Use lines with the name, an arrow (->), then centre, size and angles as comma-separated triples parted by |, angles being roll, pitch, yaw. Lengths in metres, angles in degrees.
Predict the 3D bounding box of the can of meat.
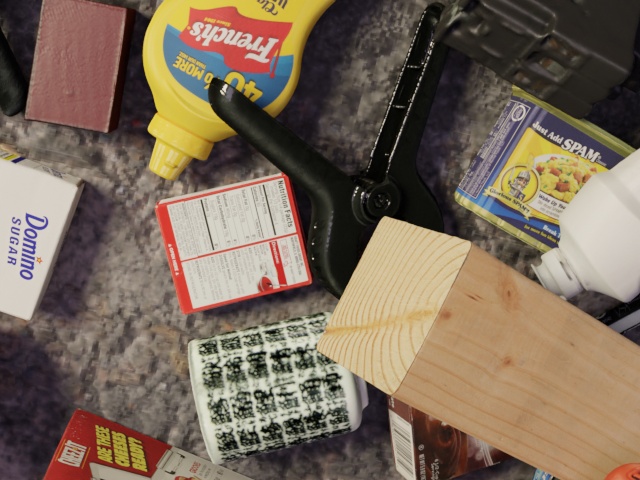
can of meat -> 0.148, -0.038, 0.680 | 0.102, 0.057, 0.084 | 29, 98, -9

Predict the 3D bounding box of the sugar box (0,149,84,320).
sugar box -> -0.245, -0.024, 0.660 | 0.176, 0.048, 0.093 | 21, 97, -11

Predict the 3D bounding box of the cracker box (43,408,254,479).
cracker box -> -0.072, 0.193, 0.648 | 0.213, 0.164, 0.072 | 23, 95, -8

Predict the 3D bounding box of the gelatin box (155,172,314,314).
gelatin box -> -0.054, 0.001, 0.685 | 0.089, 0.030, 0.073 | -14, 99, -2

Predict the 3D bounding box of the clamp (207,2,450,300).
clamp -> 0.036, -0.037, 0.669 | 0.164, 0.036, 0.210 | -28, 115, -16

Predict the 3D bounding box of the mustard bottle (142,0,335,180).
mustard bottle -> -0.053, -0.124, 0.650 | 0.096, 0.058, 0.192 | 27, 97, -15

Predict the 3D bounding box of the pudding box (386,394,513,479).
pudding box -> 0.088, 0.093, 0.689 | 0.089, 0.039, 0.113 | -12, 108, -22

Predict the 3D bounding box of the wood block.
wood block -> 0.115, 0.076, 0.625 | 0.205, 0.091, 0.090 | 29, 87, -29

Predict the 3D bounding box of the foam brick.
foam brick -> -0.145, -0.108, 0.649 | 0.051, 0.053, 0.078 | 10, 98, -6
